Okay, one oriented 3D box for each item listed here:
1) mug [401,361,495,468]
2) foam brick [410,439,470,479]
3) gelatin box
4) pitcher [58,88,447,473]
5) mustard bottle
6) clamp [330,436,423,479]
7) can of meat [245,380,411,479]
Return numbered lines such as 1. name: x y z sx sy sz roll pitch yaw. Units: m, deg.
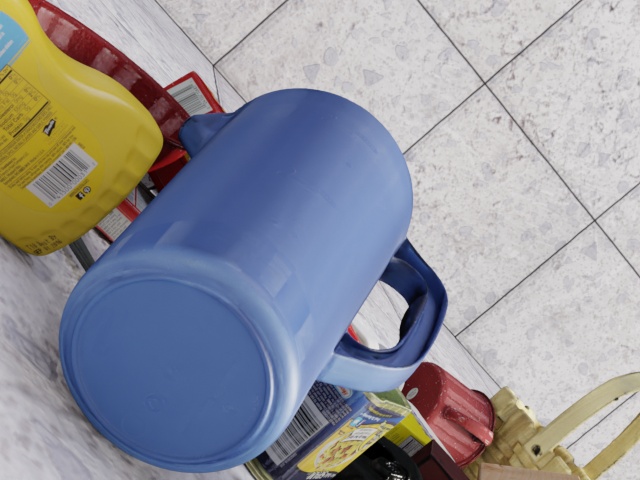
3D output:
1. mug: 0.124 0.178 1.080 0.081 0.093 0.117 38 -11 -33
2. foam brick: 0.089 0.203 0.874 0.053 0.051 0.078 49 5 7
3. gelatin box: -0.139 -0.026 0.734 0.073 0.030 0.089 46 6 -20
4. pitcher: -0.026 0.018 0.549 0.242 0.149 0.145 -58 138 -65
5. mustard bottle: -0.168 -0.077 0.500 0.191 0.096 0.058 44 8 -41
6. clamp: 0.052 0.173 0.717 0.120 0.039 0.171 28 14 -20
7. can of meat: 0.001 0.107 0.650 0.057 0.084 0.102 52 6 23
